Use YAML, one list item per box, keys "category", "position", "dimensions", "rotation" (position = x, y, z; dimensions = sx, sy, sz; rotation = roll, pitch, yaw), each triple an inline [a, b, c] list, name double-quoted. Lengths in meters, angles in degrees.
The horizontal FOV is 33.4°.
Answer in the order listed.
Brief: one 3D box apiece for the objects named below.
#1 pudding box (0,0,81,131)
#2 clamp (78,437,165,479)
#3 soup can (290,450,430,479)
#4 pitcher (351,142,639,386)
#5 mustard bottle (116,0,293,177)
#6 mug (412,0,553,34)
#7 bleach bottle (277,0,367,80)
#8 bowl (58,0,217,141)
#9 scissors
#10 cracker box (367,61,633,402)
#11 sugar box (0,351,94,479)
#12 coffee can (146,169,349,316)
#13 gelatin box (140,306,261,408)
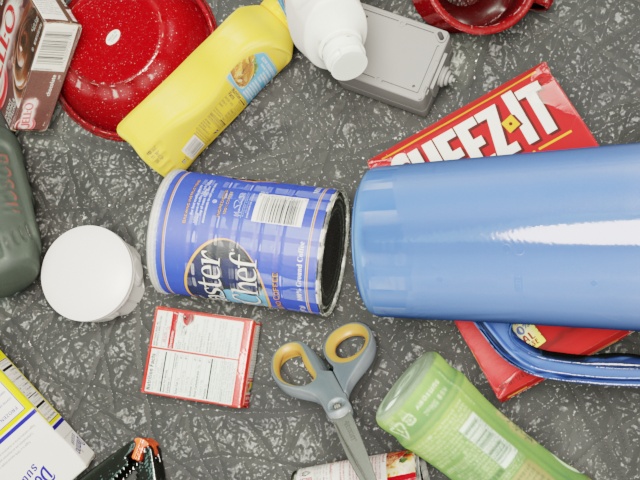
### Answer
- category: "pudding box"
  position: [-0.251, -0.164, 0.917]
  dimensions: [0.090, 0.039, 0.114]
  rotation: [54, 128, 33]
- category: "clamp"
  position: [-0.190, 0.260, 0.874]
  dimensions: [0.165, 0.036, 0.210]
  rotation: [13, 81, 12]
- category: "soup can"
  position: [0.034, 0.202, 0.824]
  dimensions: [0.102, 0.068, 0.068]
  rotation: [-12, 79, 9]
- category: "pitcher"
  position: [0.150, 0.009, 0.735]
  dimensions: [0.243, 0.145, 0.149]
  rotation: [-1, 63, 15]
- category: "mustard bottle"
  position: [-0.080, -0.137, 0.888]
  dimensions: [0.191, 0.096, 0.058]
  rotation: [-45, 76, 0]
- category: "mug"
  position: [0.130, -0.207, 0.859]
  dimensions: [0.117, 0.081, 0.093]
  rotation: [12, 95, -10]
- category: "bleach bottle"
  position: [-0.017, -0.227, 0.828]
  dimensions: [0.068, 0.102, 0.251]
  rotation: [-15, 56, -9]
- category: "bowl"
  position: [-0.173, -0.171, 0.934]
  dimensions: [0.162, 0.055, 0.162]
  rotation: [-2, 81, 11]
- category: "scissors"
  position: [0.027, 0.115, 0.804]
  dimensions: [0.096, 0.202, 0.016]
  rotation: [-32, 120, -15]
- category: "cracker box"
  position: [0.158, -0.006, 0.832]
  dimensions: [0.164, 0.072, 0.214]
  rotation: [-29, 76, 5]
- category: "sugar box"
  position: [-0.281, 0.147, 0.884]
  dimensions: [0.093, 0.048, 0.176]
  rotation: [-40, 96, 3]
- category: "coffee can"
  position: [-0.056, 0.001, 0.857]
  dimensions: [0.140, 0.102, 0.103]
  rotation: [7, 82, 12]
- category: "gelatin box"
  position: [-0.099, 0.097, 0.888]
  dimensions: [0.089, 0.030, 0.073]
  rotation: [7, 83, 12]
